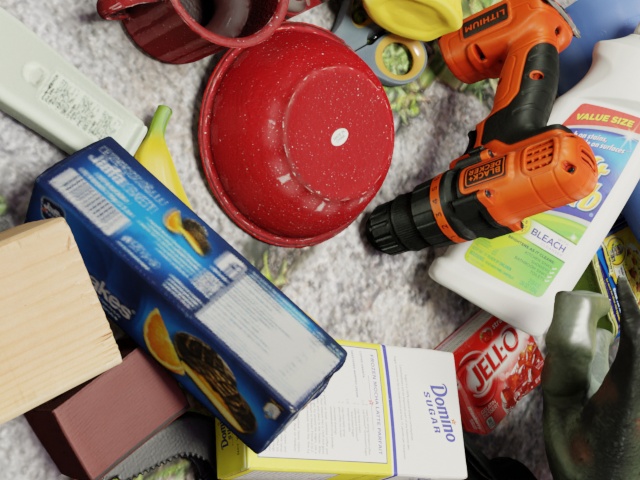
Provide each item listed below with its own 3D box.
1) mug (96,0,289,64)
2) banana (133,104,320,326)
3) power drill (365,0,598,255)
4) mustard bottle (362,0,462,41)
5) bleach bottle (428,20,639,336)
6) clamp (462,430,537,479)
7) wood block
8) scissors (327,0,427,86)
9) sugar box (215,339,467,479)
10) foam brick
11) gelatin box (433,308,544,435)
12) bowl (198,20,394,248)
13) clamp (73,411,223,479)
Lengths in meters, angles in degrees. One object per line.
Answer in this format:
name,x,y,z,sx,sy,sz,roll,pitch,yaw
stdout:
mug,-0.089,-0.158,0.685,0.117,0.082,0.093,-22,98,-35
banana,-0.070,0.009,0.705,0.069,0.037,0.197,-39,110,-18
power drill,0.118,-0.083,0.786,0.057,0.185,0.187,37,49,-38
mustard bottle,0.061,-0.253,0.801,0.096,0.058,0.191,15,65,-50
bleach bottle,0.186,-0.058,0.801,0.102,0.068,0.251,30,95,10
clamp,0.132,0.208,0.807,0.171,0.039,0.120,32,49,-37
wood block,-0.224,0.068,0.563,0.205,0.090,0.091,-26,101,-34
scissors,0.013,-0.125,0.794,0.096,0.016,0.201,52,60,-20
sugar box,0.015,0.115,0.715,0.175,0.048,0.093,12,63,-34
foam brick,-0.131,0.102,0.649,0.078,0.053,0.051,-38,107,-33
gelatin box,0.135,0.099,0.848,0.089,0.030,0.073,-36,105,-32
bowl,-0.002,-0.074,0.743,0.161,0.055,0.162,-3,95,-34
clamp,-0.059,0.171,0.700,0.209,0.036,0.164,0,80,-37
